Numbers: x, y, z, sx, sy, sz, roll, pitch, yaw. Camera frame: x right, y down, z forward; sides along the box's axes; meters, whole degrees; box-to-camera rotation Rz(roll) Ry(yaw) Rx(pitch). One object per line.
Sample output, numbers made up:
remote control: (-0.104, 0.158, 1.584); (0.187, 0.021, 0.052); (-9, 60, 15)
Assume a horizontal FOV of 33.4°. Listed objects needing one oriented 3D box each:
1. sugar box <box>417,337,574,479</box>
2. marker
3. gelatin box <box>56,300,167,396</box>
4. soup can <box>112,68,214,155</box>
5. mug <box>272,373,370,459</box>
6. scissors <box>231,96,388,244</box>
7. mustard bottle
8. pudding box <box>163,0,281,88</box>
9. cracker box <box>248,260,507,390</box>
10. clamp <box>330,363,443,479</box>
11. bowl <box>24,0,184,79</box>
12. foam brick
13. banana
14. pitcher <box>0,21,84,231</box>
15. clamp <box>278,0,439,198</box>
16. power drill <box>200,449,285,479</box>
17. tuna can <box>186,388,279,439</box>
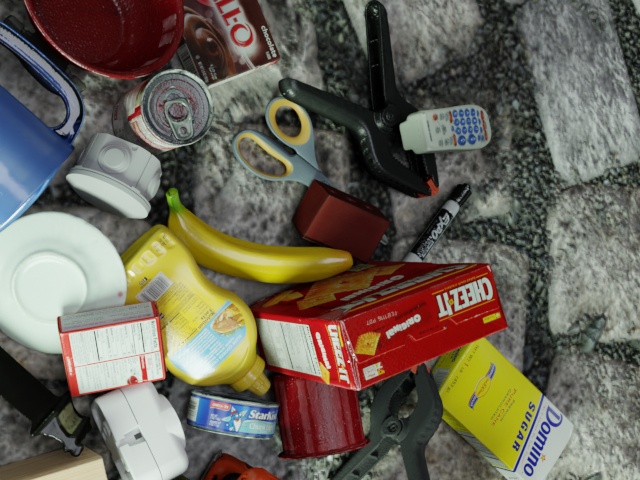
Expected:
sugar box: (0.196, 0.188, 1.172); (0.176, 0.048, 0.093); (42, 71, -18)
marker: (0.127, -0.016, 1.160); (0.020, 0.020, 0.121); (44, 71, -18)
gelatin box: (-0.185, 0.096, 0.954); (0.089, 0.030, 0.073); (-10, 125, -13)
soup can: (-0.147, -0.115, 0.982); (0.068, 0.102, 0.068); (1, 88, -26)
mug: (0.004, 0.165, 1.062); (0.117, 0.093, 0.081); (-5, 85, -57)
scissors: (0.003, -0.077, 1.101); (0.201, 0.016, 0.096); (24, 83, -23)
mustard bottle: (-0.118, 0.081, 1.013); (0.096, 0.058, 0.191); (-45, 108, -3)
pudding box: (-0.102, -0.212, 1.043); (0.089, 0.039, 0.113); (-25, 99, -25)
cracker box: (0.044, 0.072, 1.007); (0.164, 0.214, 0.072); (-19, 97, -26)
clamp: (0.087, 0.204, 1.086); (0.171, 0.120, 0.039); (-64, 148, -16)
bowl: (-0.205, -0.212, 0.963); (0.161, 0.055, 0.162); (14, 66, -35)
foam brick: (0.020, -0.020, 1.078); (0.078, 0.053, 0.051); (23, 104, -24)
banana: (-0.068, 0.010, 1.036); (0.197, 0.070, 0.037); (19, 49, -19)
pitcher: (-0.326, -0.118, 0.883); (0.242, 0.145, 0.149); (46, 39, -15)
clamp: (0.053, -0.126, 1.114); (0.164, 0.036, 0.210); (-38, 107, -31)
power drill: (-0.025, 0.256, 0.983); (0.184, 0.188, 0.057); (36, 72, -19)
tuna can: (-0.084, 0.164, 1.013); (0.086, 0.086, 0.034); (12, 84, -25)
